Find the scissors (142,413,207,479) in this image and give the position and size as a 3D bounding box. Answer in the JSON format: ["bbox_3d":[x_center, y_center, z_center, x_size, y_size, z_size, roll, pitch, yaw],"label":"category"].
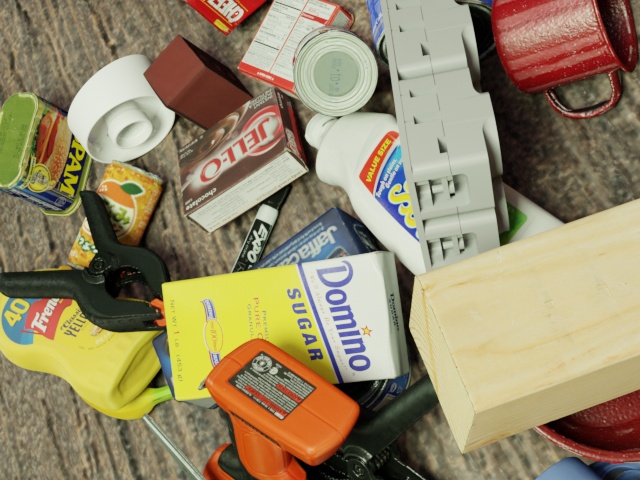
[{"bbox_3d":[-0.053,0.204,0.769,0.016,0.201,0.096,-39,10,-32],"label":"scissors"}]

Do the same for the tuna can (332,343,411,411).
[{"bbox_3d":[0.025,0.099,0.828,0.086,0.033,0.086,-10,69,28],"label":"tuna can"}]

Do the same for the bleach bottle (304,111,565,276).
[{"bbox_3d":[0.073,-0.027,0.822,0.102,0.068,0.251,-48,54,-7],"label":"bleach bottle"}]

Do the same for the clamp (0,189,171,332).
[{"bbox_3d":[-0.192,0.034,0.897,0.120,0.039,0.172,-46,54,-12],"label":"clamp"}]

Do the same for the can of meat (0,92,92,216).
[{"bbox_3d":[-0.273,-0.085,1.040,0.058,0.083,0.102,4,76,32],"label":"can of meat"}]

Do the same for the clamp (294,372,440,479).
[{"bbox_3d":[0.045,0.163,0.768,0.210,0.036,0.164,-8,112,46],"label":"clamp"}]

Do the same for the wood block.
[{"bbox_3d":[0.166,0.042,0.638,0.206,0.091,0.090,-19,66,-6],"label":"wood block"}]

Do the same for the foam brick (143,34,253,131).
[{"bbox_3d":[-0.110,-0.139,0.964,0.051,0.078,0.053,-45,57,12],"label":"foam brick"}]

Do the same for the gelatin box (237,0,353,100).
[{"bbox_3d":[-0.022,-0.176,0.952,0.073,0.030,0.089,27,88,36],"label":"gelatin box"}]

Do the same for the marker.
[{"bbox_3d":[-0.056,0.001,0.919,0.020,0.020,0.121,21,86,34],"label":"marker"}]

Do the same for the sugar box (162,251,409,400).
[{"bbox_3d":[-0.027,0.065,0.798,0.176,0.048,0.093,-10,86,21],"label":"sugar box"}]

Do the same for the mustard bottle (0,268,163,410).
[{"bbox_3d":[-0.227,0.073,0.933,0.192,0.058,0.096,20,57,26],"label":"mustard bottle"}]

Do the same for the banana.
[{"bbox_3d":[-0.204,0.102,0.969,0.069,0.037,0.198,-40,57,-13],"label":"banana"}]

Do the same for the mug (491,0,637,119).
[{"bbox_3d":[0.183,-0.147,0.792,0.082,0.093,0.117,-15,103,32],"label":"mug"}]

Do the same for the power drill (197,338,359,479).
[{"bbox_3d":[-0.014,0.169,0.748,0.185,0.188,0.057,30,52,26],"label":"power drill"}]

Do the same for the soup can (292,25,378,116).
[{"bbox_3d":[0.011,-0.139,0.865,0.068,0.102,0.068,0,103,-1],"label":"soup can"}]

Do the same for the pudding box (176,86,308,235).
[{"bbox_3d":[-0.069,-0.069,0.925,0.114,0.039,0.090,-34,41,19],"label":"pudding box"}]
